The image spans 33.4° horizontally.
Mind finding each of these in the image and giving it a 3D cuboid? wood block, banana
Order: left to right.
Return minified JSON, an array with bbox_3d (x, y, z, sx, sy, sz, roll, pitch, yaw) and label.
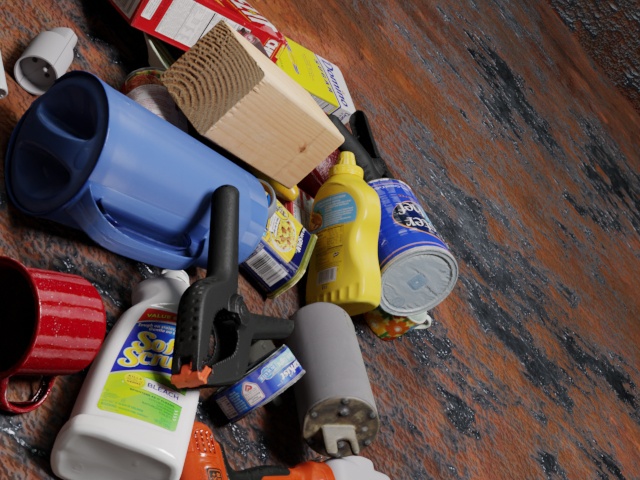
[{"bbox_3d":[-0.068,-0.139,1.142,0.090,0.091,0.205,53,10,25],"label":"wood block"},{"bbox_3d":[-0.071,-0.132,1.295,0.037,0.069,0.198,87,-5,-61],"label":"banana"}]

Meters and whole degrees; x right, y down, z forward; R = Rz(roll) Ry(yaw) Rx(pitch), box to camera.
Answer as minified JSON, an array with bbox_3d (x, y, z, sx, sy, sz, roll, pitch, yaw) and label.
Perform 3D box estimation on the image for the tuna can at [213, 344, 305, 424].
[{"bbox_3d":[-0.058,0.135,1.006,0.034,0.086,0.086,55,28,0],"label":"tuna can"}]

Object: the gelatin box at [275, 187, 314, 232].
[{"bbox_3d":[-0.017,-0.018,1.293,0.089,0.030,0.073,35,36,-35],"label":"gelatin box"}]

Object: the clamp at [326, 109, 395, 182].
[{"bbox_3d":[0.058,-0.094,1.361,0.120,0.039,0.171,-8,68,-58],"label":"clamp"}]

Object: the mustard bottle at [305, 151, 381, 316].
[{"bbox_3d":[0.027,-0.011,1.226,0.058,0.096,0.191,16,67,-37],"label":"mustard bottle"}]

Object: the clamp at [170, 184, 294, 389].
[{"bbox_3d":[-0.085,0.053,0.928,0.209,0.036,0.164,-54,128,-63],"label":"clamp"}]

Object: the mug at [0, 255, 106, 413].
[{"bbox_3d":[-0.222,0.074,0.821,0.081,0.093,0.117,14,80,-58],"label":"mug"}]

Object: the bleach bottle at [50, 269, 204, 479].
[{"bbox_3d":[-0.150,0.104,0.911,0.102,0.068,0.250,22,32,-12],"label":"bleach bottle"}]

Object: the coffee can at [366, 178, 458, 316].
[{"bbox_3d":[0.091,0.007,1.277,0.102,0.103,0.140,32,22,-38],"label":"coffee can"}]

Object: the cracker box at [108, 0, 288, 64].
[{"bbox_3d":[-0.161,-0.279,1.239,0.213,0.072,0.164,17,25,-50],"label":"cracker box"}]

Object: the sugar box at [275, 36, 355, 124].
[{"bbox_3d":[-0.025,-0.225,1.481,0.175,0.048,0.093,16,48,-50],"label":"sugar box"}]

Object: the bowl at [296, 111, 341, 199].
[{"bbox_3d":[0.000,-0.092,1.371,0.162,0.055,0.162,38,33,-31],"label":"bowl"}]

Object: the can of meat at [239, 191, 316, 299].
[{"bbox_3d":[-0.058,0.002,1.179,0.084,0.058,0.102,46,30,-16],"label":"can of meat"}]

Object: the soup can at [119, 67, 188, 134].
[{"bbox_3d":[-0.173,-0.121,1.111,0.068,0.069,0.102,30,38,-41],"label":"soup can"}]

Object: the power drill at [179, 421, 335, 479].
[{"bbox_3d":[-0.050,0.252,0.925,0.187,0.057,0.184,22,43,-48],"label":"power drill"}]

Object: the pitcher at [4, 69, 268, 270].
[{"bbox_3d":[-0.158,-0.044,0.995,0.242,0.145,0.149,26,74,-49],"label":"pitcher"}]
